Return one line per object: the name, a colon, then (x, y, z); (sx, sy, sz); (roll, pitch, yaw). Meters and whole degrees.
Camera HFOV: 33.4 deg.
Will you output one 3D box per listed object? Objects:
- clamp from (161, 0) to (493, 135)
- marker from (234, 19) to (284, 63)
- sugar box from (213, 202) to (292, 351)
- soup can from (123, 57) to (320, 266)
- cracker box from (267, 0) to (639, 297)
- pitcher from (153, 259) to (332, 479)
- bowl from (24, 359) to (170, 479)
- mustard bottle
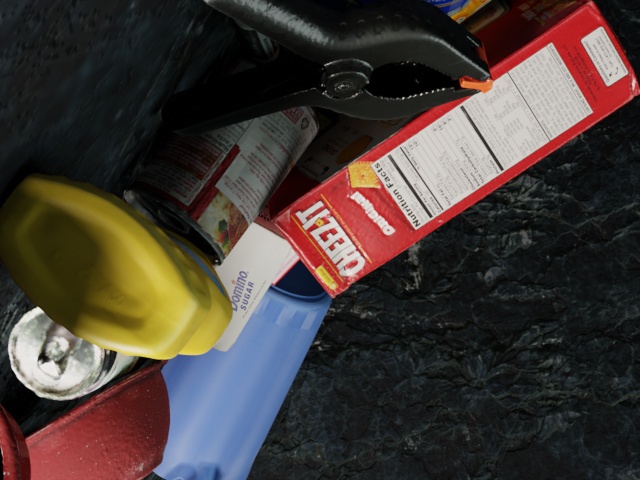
clamp: (0.006, -0.096, 0.527); (0.120, 0.171, 0.039); (105, -23, -66)
marker: (-0.035, -0.117, 0.611); (0.020, 0.020, 0.121); (-55, 174, -2)
sugar box: (-0.055, 0.001, 0.760); (0.093, 0.048, 0.176); (-58, -168, 17)
soup can: (-0.054, -0.046, 0.609); (0.102, 0.068, 0.068); (-55, 174, -17)
cracker box: (0.070, -0.073, 0.663); (0.214, 0.072, 0.164); (-34, -160, 8)
pitcher: (-0.087, 0.116, 1.064); (0.144, 0.149, 0.243); (-17, 140, -57)
bowl: (-0.148, 0.135, 0.639); (0.162, 0.055, 0.162); (-32, 177, -2)
mustard bottle: (-0.090, 0.019, 0.532); (0.058, 0.096, 0.191); (-56, 175, -3)
